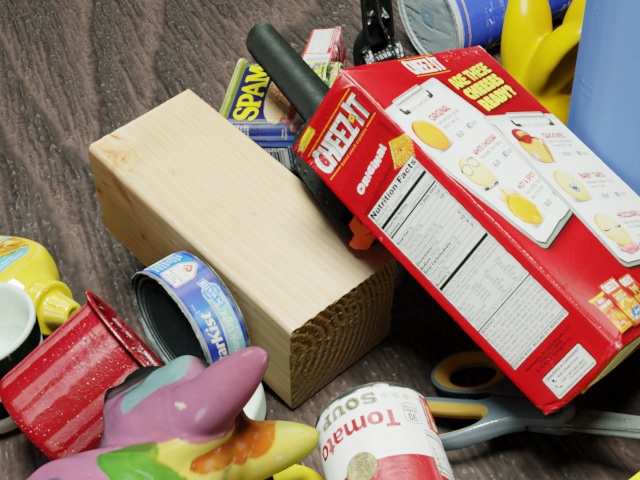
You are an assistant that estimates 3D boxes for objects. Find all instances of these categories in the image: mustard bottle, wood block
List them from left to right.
[{"bbox_3d":[-0.257,0.036,0.813,0.192,0.058,0.096,12,45,31],"label":"mustard bottle"},{"bbox_3d":[-0.055,0.001,0.719,0.090,0.090,0.206,-35,59,-26],"label":"wood block"}]

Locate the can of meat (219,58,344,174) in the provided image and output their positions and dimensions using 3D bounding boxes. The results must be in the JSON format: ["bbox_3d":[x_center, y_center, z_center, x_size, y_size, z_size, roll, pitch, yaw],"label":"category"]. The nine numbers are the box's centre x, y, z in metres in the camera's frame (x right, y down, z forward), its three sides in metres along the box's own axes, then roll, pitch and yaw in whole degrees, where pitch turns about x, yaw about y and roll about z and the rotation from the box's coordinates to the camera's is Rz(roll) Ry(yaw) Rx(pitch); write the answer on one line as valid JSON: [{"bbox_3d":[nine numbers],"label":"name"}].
[{"bbox_3d":[-0.026,-0.094,0.820,0.084,0.057,0.102,1,45,12],"label":"can of meat"}]

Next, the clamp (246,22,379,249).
[{"bbox_3d":[0.034,-0.066,0.724,0.164,0.036,0.210,15,36,-22],"label":"clamp"}]

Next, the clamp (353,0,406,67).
[{"bbox_3d":[0.050,-0.163,0.897,0.039,0.120,0.171,-12,-9,-11],"label":"clamp"}]

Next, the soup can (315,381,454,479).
[{"bbox_3d":[0.039,0.134,0.566,0.068,0.068,0.102,-15,44,-2],"label":"soup can"}]

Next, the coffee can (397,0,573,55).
[{"bbox_3d":[0.157,-0.235,1.005,0.140,0.103,0.103,-26,38,-17],"label":"coffee can"}]

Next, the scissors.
[{"bbox_3d":[0.133,0.090,0.618,0.202,0.016,0.096,-9,27,27],"label":"scissors"}]

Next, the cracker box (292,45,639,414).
[{"bbox_3d":[0.111,-0.016,0.632,0.214,0.072,0.163,47,35,18],"label":"cracker box"}]

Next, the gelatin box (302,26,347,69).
[{"bbox_3d":[0.006,-0.137,0.948,0.030,0.073,0.089,-2,37,14],"label":"gelatin box"}]

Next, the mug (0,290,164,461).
[{"bbox_3d":[-0.145,0.093,0.678,0.081,0.093,0.117,-42,1,-6],"label":"mug"}]

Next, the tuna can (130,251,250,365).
[{"bbox_3d":[-0.082,0.050,0.672,0.033,0.086,0.086,-31,39,-28],"label":"tuna can"}]
